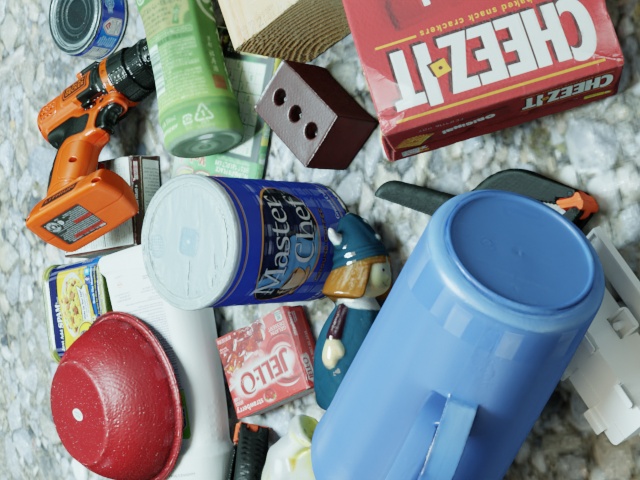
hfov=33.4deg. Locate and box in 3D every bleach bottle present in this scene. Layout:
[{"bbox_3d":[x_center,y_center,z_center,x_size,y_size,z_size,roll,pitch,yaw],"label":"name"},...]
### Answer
[{"bbox_3d":[-0.132,0.129,0.962,0.103,0.067,0.251,-15,83,42],"label":"bleach bottle"}]

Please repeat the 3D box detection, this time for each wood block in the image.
[{"bbox_3d":[-0.041,-0.259,0.867,0.090,0.090,0.206,-30,71,36],"label":"wood block"}]

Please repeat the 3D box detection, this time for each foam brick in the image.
[{"bbox_3d":[-0.005,-0.100,0.862,0.078,0.051,0.053,49,119,28],"label":"foam brick"}]

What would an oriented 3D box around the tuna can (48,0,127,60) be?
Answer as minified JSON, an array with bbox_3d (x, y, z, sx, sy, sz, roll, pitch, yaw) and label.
[{"bbox_3d":[-0.232,-0.224,1.061,0.086,0.033,0.086,0,90,40],"label":"tuna can"}]

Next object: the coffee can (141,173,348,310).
[{"bbox_3d":[-0.056,0.001,0.846,0.103,0.140,0.103,0,90,40],"label":"coffee can"}]

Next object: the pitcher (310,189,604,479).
[{"bbox_3d":[0.082,0.093,0.677,0.149,0.144,0.243,57,146,31],"label":"pitcher"}]

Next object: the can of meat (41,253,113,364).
[{"bbox_3d":[-0.218,0.066,1.035,0.084,0.057,0.102,-13,83,36],"label":"can of meat"}]

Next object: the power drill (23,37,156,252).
[{"bbox_3d":[-0.196,-0.093,0.974,0.185,0.057,0.187,-29,42,30],"label":"power drill"}]

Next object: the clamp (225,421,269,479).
[{"bbox_3d":[-0.066,0.237,0.853,0.165,0.036,0.210,115,166,-57],"label":"clamp"}]

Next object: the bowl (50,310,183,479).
[{"bbox_3d":[-0.191,0.146,0.941,0.162,0.055,0.162,10,104,45],"label":"bowl"}]

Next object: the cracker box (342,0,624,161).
[{"bbox_3d":[0.093,-0.182,0.726,0.164,0.072,0.214,-17,77,7],"label":"cracker box"}]

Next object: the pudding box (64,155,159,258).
[{"bbox_3d":[-0.204,-0.032,1.035,0.114,0.039,0.090,-8,85,41],"label":"pudding box"}]

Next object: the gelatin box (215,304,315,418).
[{"bbox_3d":[-0.043,0.103,0.907,0.089,0.030,0.073,-28,73,36],"label":"gelatin box"}]

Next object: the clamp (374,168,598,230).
[{"bbox_3d":[0.112,-0.013,0.774,0.172,0.039,0.120,-28,77,30],"label":"clamp"}]
